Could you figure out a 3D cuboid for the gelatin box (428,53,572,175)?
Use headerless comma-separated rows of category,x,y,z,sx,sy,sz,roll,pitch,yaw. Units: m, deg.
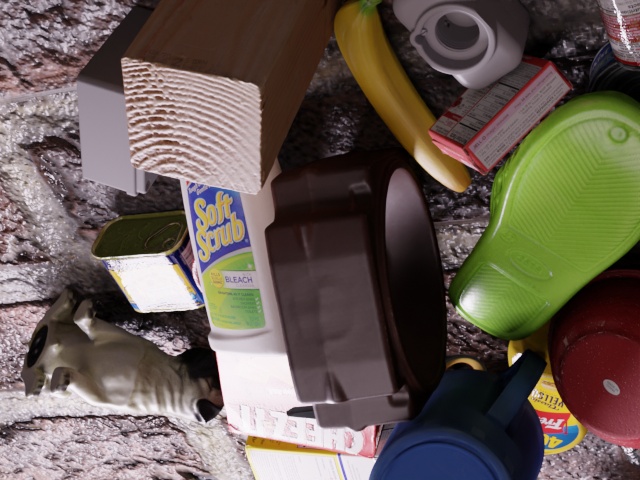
gelatin box,0.127,-0.093,0.766,0.089,0.073,0.030,-46,112,1

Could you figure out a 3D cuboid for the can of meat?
can of meat,-0.155,0.022,1.028,0.102,0.057,0.084,-4,133,26

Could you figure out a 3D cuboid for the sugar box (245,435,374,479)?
sugar box,0.010,0.250,1.198,0.176,0.048,0.093,0,133,16

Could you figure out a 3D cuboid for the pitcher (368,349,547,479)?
pitcher,0.116,0.175,0.860,0.145,0.242,0.149,-7,89,13

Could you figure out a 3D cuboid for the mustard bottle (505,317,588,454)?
mustard bottle,0.212,0.151,1.012,0.096,0.058,0.192,20,138,11

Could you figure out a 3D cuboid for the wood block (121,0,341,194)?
wood block,-0.051,-0.138,0.721,0.090,0.206,0.091,13,136,9

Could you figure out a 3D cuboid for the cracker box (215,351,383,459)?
cracker box,-0.018,0.121,1.061,0.164,0.072,0.214,9,136,12

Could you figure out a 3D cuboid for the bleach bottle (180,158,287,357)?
bleach bottle,-0.071,-0.034,0.841,0.103,0.067,0.251,0,111,43

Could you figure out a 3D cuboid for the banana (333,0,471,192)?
banana,0.056,-0.114,0.810,0.037,0.070,0.197,-37,129,-2

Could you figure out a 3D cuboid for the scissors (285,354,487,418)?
scissors,0.075,0.140,1.000,0.201,0.096,0.016,15,169,-9

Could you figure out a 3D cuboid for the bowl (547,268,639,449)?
bowl,0.246,0.107,0.857,0.162,0.055,0.162,16,117,34
